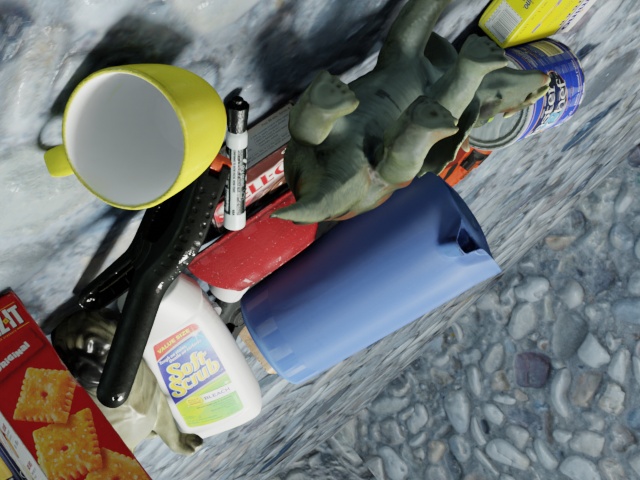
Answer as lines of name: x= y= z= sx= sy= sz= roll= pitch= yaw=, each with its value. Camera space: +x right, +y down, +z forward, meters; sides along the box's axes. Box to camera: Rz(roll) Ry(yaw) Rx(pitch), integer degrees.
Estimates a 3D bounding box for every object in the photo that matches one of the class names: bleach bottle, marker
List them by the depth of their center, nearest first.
marker: x=-0.069 y=-0.062 z=0.867 sx=0.020 sy=0.020 sz=0.121 roll=-29 pitch=138 yaw=-37
bleach bottle: x=-0.142 y=0.105 z=1.064 sx=0.102 sy=0.068 sz=0.250 roll=-19 pitch=138 yaw=5

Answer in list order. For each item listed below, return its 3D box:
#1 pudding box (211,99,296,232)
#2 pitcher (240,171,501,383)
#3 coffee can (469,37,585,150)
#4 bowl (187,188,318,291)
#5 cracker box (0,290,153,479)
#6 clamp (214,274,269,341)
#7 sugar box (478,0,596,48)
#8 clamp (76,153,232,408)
pudding box: x=-0.058 y=-0.064 z=0.943 sx=0.113 sy=0.039 sz=0.090 roll=-37 pitch=165 yaw=-11
pitcher: x=0.046 y=0.034 z=1.064 sx=0.243 sy=0.145 sz=0.149 roll=-33 pitch=150 yaw=8
coffee can: x=0.207 y=-0.158 z=1.136 sx=0.140 sy=0.103 sz=0.103 roll=-23 pitch=159 yaw=-51
bowl: x=-0.057 y=0.001 z=1.030 sx=0.162 sy=0.055 sz=0.162 roll=-35 pitch=-177 yaw=2
cracker box: x=-0.216 y=0.165 z=0.883 sx=0.072 sy=0.214 sz=0.164 roll=-33 pitch=166 yaw=-23
clamp: x=-0.111 y=0.085 z=1.243 sx=0.171 sy=0.039 sz=0.120 roll=-58 pitch=154 yaw=0
sugar box: x=0.243 y=-0.255 z=1.117 sx=0.175 sy=0.048 sz=0.093 roll=-21 pitch=157 yaw=-51
clamp: x=-0.141 y=0.013 z=0.877 sx=0.036 sy=0.165 sz=0.210 roll=25 pitch=99 yaw=-29
